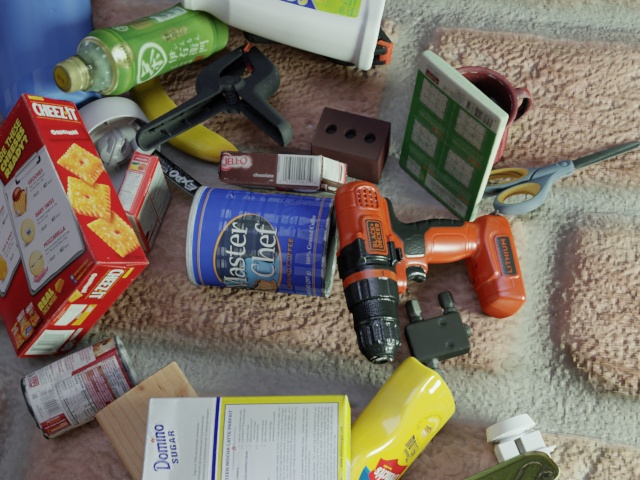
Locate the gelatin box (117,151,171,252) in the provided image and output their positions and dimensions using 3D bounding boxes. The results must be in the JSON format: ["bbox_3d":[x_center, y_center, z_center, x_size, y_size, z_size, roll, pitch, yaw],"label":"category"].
[{"bbox_3d":[-0.188,-0.039,1.122,0.030,0.089,0.073,13,65,8],"label":"gelatin box"}]

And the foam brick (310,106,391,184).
[{"bbox_3d":[0.033,-0.103,1.156,0.078,0.051,0.053,14,65,11],"label":"foam brick"}]

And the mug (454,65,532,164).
[{"bbox_3d":[0.171,-0.130,1.141,0.117,0.081,0.093,-24,64,-7],"label":"mug"}]

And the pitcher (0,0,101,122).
[{"bbox_3d":[-0.327,-0.231,1.207,0.149,0.144,0.243,-22,65,18],"label":"pitcher"}]

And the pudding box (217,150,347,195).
[{"bbox_3d":[-0.038,-0.070,1.113,0.114,0.090,0.039,6,91,18],"label":"pudding box"}]

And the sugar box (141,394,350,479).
[{"bbox_3d":[-0.063,0.184,0.924,0.176,0.048,0.093,-2,64,9],"label":"sugar box"}]

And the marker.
[{"bbox_3d":[-0.146,-0.064,1.146,0.121,0.020,0.020,37,70,-5],"label":"marker"}]

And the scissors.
[{"bbox_3d":[0.254,-0.065,1.119,0.201,0.016,0.096,-11,30,0],"label":"scissors"}]

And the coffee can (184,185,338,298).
[{"bbox_3d":[-0.057,0.001,1.084,0.140,0.103,0.103,5,64,7],"label":"coffee can"}]

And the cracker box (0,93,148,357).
[{"bbox_3d":[-0.276,-0.014,1.082,0.164,0.071,0.214,-46,60,31],"label":"cracker box"}]

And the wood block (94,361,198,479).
[{"bbox_3d":[-0.111,0.228,0.983,0.090,0.091,0.206,-34,66,-11],"label":"wood block"}]

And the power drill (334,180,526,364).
[{"bbox_3d":[0.106,0.033,1.036,0.187,0.057,0.184,5,63,-26],"label":"power drill"}]

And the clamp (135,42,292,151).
[{"bbox_3d":[-0.087,-0.154,1.150,0.165,0.036,0.209,4,37,17],"label":"clamp"}]

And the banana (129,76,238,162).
[{"bbox_3d":[-0.167,-0.150,1.204,0.069,0.037,0.198,-31,65,-9],"label":"banana"}]

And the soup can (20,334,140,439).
[{"bbox_3d":[-0.233,0.144,1.047,0.102,0.068,0.068,-24,64,-7],"label":"soup can"}]

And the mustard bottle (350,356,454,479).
[{"bbox_3d":[0.044,0.202,0.979,0.058,0.096,0.191,32,71,30],"label":"mustard bottle"}]

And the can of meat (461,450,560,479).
[{"bbox_3d":[0.172,0.249,0.948,0.102,0.057,0.084,-23,109,-6],"label":"can of meat"}]

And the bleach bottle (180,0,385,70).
[{"bbox_3d":[-0.058,-0.261,1.171,0.251,0.068,0.102,12,50,0],"label":"bleach bottle"}]

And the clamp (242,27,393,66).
[{"bbox_3d":[-0.001,-0.241,1.232,0.172,0.039,0.120,32,66,21],"label":"clamp"}]
